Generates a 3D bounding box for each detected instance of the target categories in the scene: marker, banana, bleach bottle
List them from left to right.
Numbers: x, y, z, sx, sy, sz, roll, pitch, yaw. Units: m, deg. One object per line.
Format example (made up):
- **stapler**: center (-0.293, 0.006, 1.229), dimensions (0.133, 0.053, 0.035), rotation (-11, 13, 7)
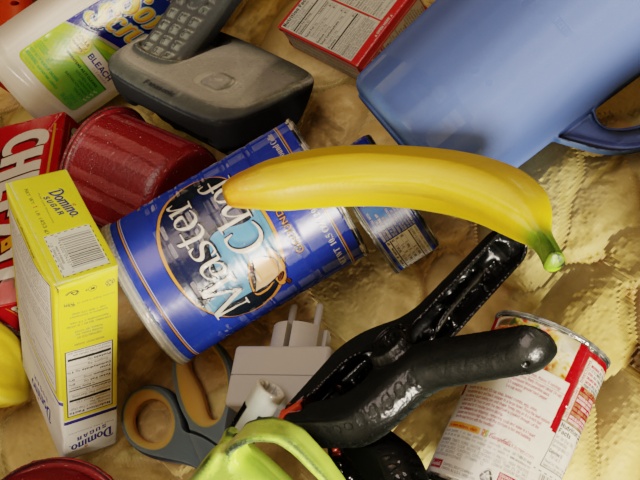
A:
- **bleach bottle**: center (-0.142, -0.194, 0.847), dimensions (0.251, 0.102, 0.068), rotation (-35, 33, 5)
- **marker**: center (-0.059, 0.135, 0.638), dimensions (0.020, 0.020, 0.121), rotation (45, 111, 37)
- **banana**: center (0.045, -0.029, 0.596), dimensions (0.198, 0.037, 0.069), rotation (10, 30, 21)

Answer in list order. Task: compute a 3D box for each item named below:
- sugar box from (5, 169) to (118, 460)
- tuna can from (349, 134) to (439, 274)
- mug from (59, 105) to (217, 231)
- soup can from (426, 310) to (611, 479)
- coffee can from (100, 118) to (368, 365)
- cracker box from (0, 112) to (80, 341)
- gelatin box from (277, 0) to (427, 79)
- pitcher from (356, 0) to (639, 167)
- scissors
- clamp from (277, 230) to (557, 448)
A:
- **sugar box**: center (-0.163, 0.052, 0.685), dimensions (0.048, 0.176, 0.093), rotation (-17, 51, -23)
- **tuna can**: center (0.039, -0.024, 0.672), dimensions (0.034, 0.086, 0.086), rotation (-33, 54, 5)
- **mug**: center (-0.130, -0.030, 0.764), dimensions (0.082, 0.093, 0.117), rotation (24, 89, 29)
- **soup can**: center (0.107, 0.098, 0.582), dimensions (0.069, 0.068, 0.102), rotation (18, 73, 33)
- **coffee can**: center (-0.054, 0.001, 0.685), dimensions (0.140, 0.102, 0.103), rotation (-31, 54, 0)
- **cracker box**: center (-0.279, 0.003, 0.827), dimensions (0.214, 0.072, 0.164), rotation (-12, 59, 20)
- **gelatin box**: center (0.023, -0.164, 0.793), dimensions (0.089, 0.030, 0.073), rotation (32, 82, 36)
- **pitcher**: center (0.151, -0.127, 0.658), dimensions (0.243, 0.144, 0.149), rotation (-40, 40, 6)
- **scissors**: center (-0.077, 0.154, 0.677), dimensions (0.096, 0.016, 0.202), rotation (-24, 55, 15)
- **clamp**: center (0.052, 0.058, 0.587), dimensions (0.172, 0.039, 0.120), rotation (-28, 19, 26)
